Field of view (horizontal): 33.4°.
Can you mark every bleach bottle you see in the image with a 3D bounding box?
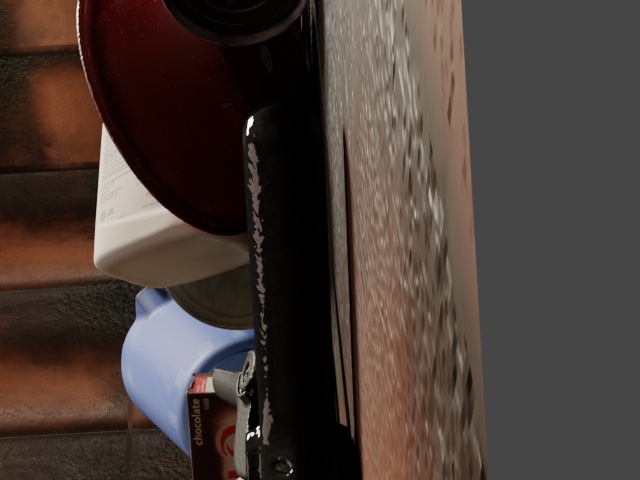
[{"bbox_3d":[-0.086,-0.103,0.652,0.068,0.103,0.251,24,-123,-48],"label":"bleach bottle"}]

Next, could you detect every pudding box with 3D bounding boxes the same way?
[{"bbox_3d":[-0.039,0.143,0.705,0.039,0.090,0.113,-96,3,-75],"label":"pudding box"}]

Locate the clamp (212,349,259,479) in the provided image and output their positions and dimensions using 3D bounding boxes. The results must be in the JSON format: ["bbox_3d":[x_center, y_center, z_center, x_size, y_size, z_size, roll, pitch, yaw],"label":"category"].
[{"bbox_3d":[-0.028,0.079,0.562,0.171,0.039,0.120,-93,22,-56],"label":"clamp"}]

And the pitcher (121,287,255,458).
[{"bbox_3d":[-0.075,0.123,0.865,0.243,0.149,0.145,-169,89,-73],"label":"pitcher"}]

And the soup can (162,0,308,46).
[{"bbox_3d":[-0.039,-0.145,0.493,0.102,0.068,0.068,-94,1,-49],"label":"soup can"}]

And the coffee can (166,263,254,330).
[{"bbox_3d":[-0.055,0.001,0.742,0.140,0.103,0.103,-109,16,-85],"label":"coffee can"}]

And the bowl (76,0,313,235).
[{"bbox_3d":[-0.051,-0.086,0.555,0.162,0.055,0.162,41,-142,-44],"label":"bowl"}]

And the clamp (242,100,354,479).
[{"bbox_3d":[-0.008,0.074,0.377,0.164,0.036,0.210,97,169,-80],"label":"clamp"}]
